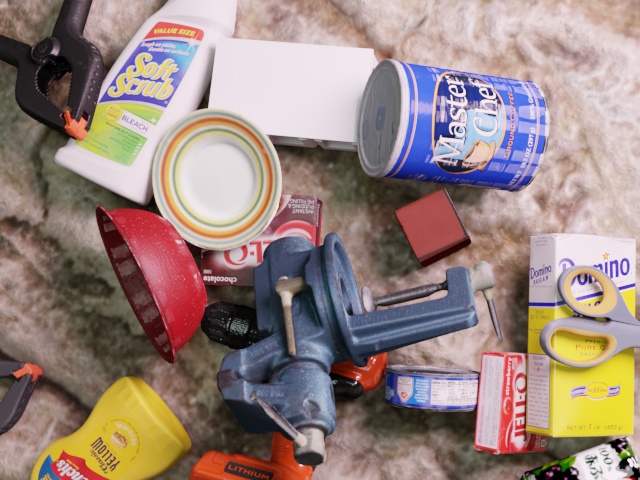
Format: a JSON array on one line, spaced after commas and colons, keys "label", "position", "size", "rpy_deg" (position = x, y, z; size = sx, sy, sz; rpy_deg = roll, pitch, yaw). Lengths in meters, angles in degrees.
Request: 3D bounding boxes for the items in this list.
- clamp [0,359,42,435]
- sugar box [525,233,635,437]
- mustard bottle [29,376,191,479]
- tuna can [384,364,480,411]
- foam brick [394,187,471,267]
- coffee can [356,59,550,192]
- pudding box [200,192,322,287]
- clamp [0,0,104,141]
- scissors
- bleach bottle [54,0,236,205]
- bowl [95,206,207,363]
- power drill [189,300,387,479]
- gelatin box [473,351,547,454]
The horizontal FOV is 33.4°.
[{"label": "clamp", "position": [-0.363, 0.165, 1.071], "size": [0.171, 0.039, 0.120], "rpy_deg": [-40, 85, -1]}, {"label": "sugar box", "position": [0.232, 0.083, 0.946], "size": [0.093, 0.048, 0.176], "rpy_deg": [3, 89, -26]}, {"label": "mustard bottle", "position": [-0.223, 0.226, 1.031], "size": [0.191, 0.058, 0.096], "rpy_deg": [-43, 79, 5]}, {"label": "tuna can", "position": [0.101, 0.133, 0.965], "size": [0.086, 0.086, 0.034], "rpy_deg": [3, 88, 10]}, {"label": "foam brick", "position": [0.104, -0.011, 0.980], "size": [0.053, 0.078, 0.051], "rpy_deg": [-27, 81, 5]}, {"label": "coffee can", "position": [0.115, -0.100, 0.944], "size": [0.140, 0.103, 0.103], "rpy_deg": [5, 86, -19]}, {"label": "pudding box", "position": [-0.057, 0.001, 1.027], "size": [0.113, 0.039, 0.090], "rpy_deg": [2, 87, 10]}, {"label": "clamp", "position": [-0.274, -0.179, 1.053], "size": [0.165, 0.036, 0.210], "rpy_deg": [-24, 60, 11]}, {"label": "scissors", "position": [0.280, 0.067, 0.928], "size": [0.201, 0.016, 0.096], "rpy_deg": [-2, 88, -19]}, {"label": "bleach bottle", "position": [-0.159, -0.166, 1.047], "size": [0.103, 0.068, 0.251], "rpy_deg": [26, 88, 13]}, {"label": "bowl", "position": [-0.151, 0.031, 0.997], "size": [0.055, 0.162, 0.162], "rpy_deg": [-26, 81, -17]}, {"label": "power drill", "position": [-0.049, 0.147, 0.966], "size": [0.184, 0.057, 0.187], "rpy_deg": [14, 57, 14]}, {"label": "gelatin box", "position": [0.174, 0.146, 0.957], "size": [0.030, 0.073, 0.089], "rpy_deg": [1, 85, 47]}]
